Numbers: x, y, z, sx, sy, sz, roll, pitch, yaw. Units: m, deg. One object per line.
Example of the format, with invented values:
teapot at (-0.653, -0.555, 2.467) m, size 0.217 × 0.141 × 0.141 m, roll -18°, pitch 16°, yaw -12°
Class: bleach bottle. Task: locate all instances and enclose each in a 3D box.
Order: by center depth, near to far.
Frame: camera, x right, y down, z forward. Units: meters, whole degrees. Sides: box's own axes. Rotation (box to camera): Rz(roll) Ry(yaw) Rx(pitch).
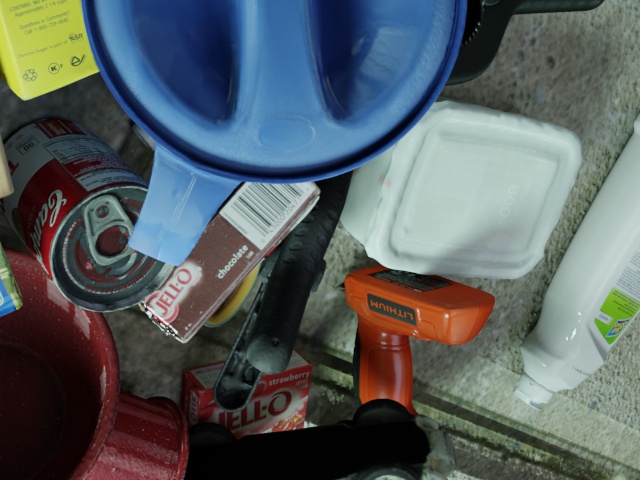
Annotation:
bleach bottle at (0.232, 0.026, 0.868) m, size 0.102 × 0.068 × 0.251 m, roll 26°, pitch 100°, yaw -42°

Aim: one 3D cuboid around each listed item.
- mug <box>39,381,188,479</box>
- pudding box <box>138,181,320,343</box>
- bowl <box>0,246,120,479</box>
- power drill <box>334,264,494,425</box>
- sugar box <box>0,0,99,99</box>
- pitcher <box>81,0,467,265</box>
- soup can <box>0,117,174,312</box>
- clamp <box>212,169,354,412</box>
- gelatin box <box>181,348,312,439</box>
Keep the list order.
mug at (-0.143, 0.137, 0.632) m, size 0.081 × 0.093 × 0.117 m, roll 28°, pitch 83°, yaw -38°
pudding box at (-0.054, 0.001, 0.600) m, size 0.039 × 0.090 × 0.113 m, roll 44°, pitch 86°, yaw -9°
bowl at (-0.183, 0.085, 0.558) m, size 0.162 × 0.162 × 0.055 m, roll -34°, pitch 160°, yaw -17°
power drill at (0.069, 0.120, 0.730) m, size 0.057 × 0.185 × 0.188 m, roll -10°, pitch 111°, yaw -45°
sugar box at (-0.149, -0.159, 0.464) m, size 0.048 × 0.093 × 0.176 m, roll -26°, pitch 126°, yaw -23°
pitcher at (-0.037, -0.087, 0.475) m, size 0.149 × 0.243 × 0.145 m, roll -22°, pitch 98°, yaw -6°
soup can at (-0.124, -0.016, 0.553) m, size 0.068 × 0.102 × 0.068 m, roll -17°, pitch 124°, yaw -28°
clamp at (-0.022, 0.027, 0.660) m, size 0.039 × 0.120 × 0.171 m, roll 30°, pitch 56°, yaw -10°
gelatin box at (-0.052, 0.118, 0.731) m, size 0.089 × 0.030 × 0.073 m, roll -9°, pitch 119°, yaw -33°
